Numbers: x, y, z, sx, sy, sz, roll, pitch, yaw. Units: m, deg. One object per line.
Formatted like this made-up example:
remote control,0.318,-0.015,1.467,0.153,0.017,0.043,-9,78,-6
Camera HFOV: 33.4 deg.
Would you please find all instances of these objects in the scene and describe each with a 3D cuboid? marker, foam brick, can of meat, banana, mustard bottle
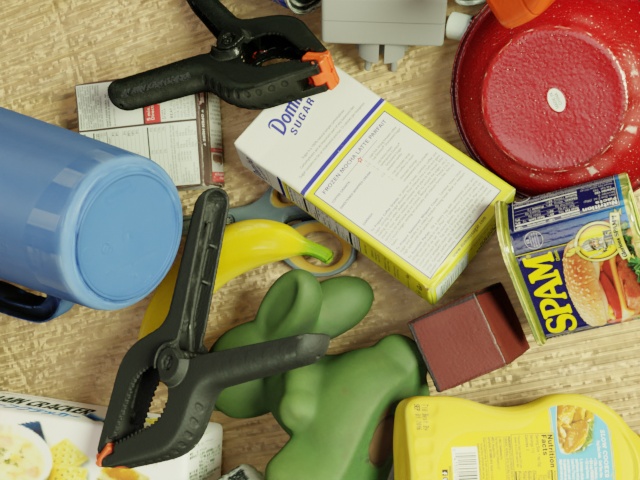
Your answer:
marker,0.145,-0.135,0.725,0.121,0.020,0.020,16,98,20
foam brick,0.101,0.064,0.719,0.053,0.078,0.051,-27,83,22
can of meat,0.167,0.012,0.684,0.084,0.057,0.102,-15,125,18
banana,-0.084,0.038,0.800,0.198,0.037,0.069,-36,84,27
mustard bottle,0.145,0.147,0.687,0.191,0.058,0.096,0,80,-8

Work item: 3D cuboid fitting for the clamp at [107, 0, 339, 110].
clamp,-0.069,-0.124,0.756,0.172,0.039,0.120,22,71,37

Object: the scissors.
scissors,-0.055,0.001,0.810,0.202,0.016,0.096,-23,84,21

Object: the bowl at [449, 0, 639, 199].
bowl,0.155,-0.094,0.687,0.162,0.055,0.162,6,106,22

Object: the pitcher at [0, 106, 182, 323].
pitcher,-0.217,-0.020,0.782,0.243,0.149,0.145,17,76,37

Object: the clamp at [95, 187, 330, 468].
clamp,-0.086,0.088,0.734,0.165,0.036,0.210,45,108,41

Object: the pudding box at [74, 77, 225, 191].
pudding box,-0.133,-0.081,0.825,0.114,0.039,0.090,-3,92,23

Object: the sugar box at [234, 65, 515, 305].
sugar box,0.036,-0.044,0.742,0.176,0.048,0.093,37,78,19
